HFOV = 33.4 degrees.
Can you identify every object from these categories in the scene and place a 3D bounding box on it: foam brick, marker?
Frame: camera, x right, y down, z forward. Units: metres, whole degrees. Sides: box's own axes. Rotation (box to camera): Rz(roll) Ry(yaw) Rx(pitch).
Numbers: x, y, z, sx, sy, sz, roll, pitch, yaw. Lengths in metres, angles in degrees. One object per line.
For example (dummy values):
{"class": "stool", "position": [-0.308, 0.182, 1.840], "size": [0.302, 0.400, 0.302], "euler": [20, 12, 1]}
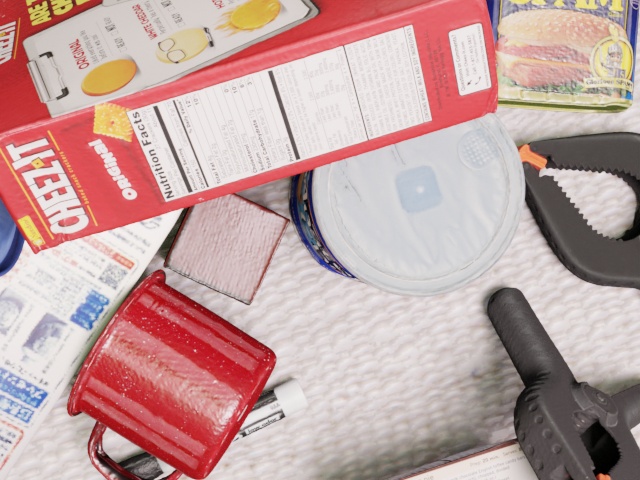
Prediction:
{"class": "foam brick", "position": [-0.054, 0.001, 0.594], "size": [0.051, 0.078, 0.053], "euler": [24, 89, -8]}
{"class": "marker", "position": [-0.065, 0.115, 0.623], "size": [0.121, 0.020, 0.020], "euler": [-25, 93, -5]}

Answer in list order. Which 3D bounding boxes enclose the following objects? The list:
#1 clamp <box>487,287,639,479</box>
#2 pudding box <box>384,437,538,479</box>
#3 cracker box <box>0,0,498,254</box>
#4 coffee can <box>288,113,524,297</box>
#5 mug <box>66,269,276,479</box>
{"class": "clamp", "position": [0.149, 0.099, 0.586], "size": [0.120, 0.171, 0.039], "euler": [25, 120, -11]}
{"class": "pudding box", "position": [0.062, 0.146, 0.600], "size": [0.113, 0.090, 0.039], "euler": [-18, 78, -7]}
{"class": "cracker box", "position": [-0.043, -0.093, 0.495], "size": [0.213, 0.164, 0.072], "euler": [-17, 130, 2]}
{"class": "coffee can", "position": [0.039, -0.025, 0.572], "size": [0.102, 0.140, 0.103], "euler": [0, 90, -6]}
{"class": "mug", "position": [-0.083, 0.086, 0.579], "size": [0.081, 0.093, 0.117], "euler": [31, 99, 4]}
